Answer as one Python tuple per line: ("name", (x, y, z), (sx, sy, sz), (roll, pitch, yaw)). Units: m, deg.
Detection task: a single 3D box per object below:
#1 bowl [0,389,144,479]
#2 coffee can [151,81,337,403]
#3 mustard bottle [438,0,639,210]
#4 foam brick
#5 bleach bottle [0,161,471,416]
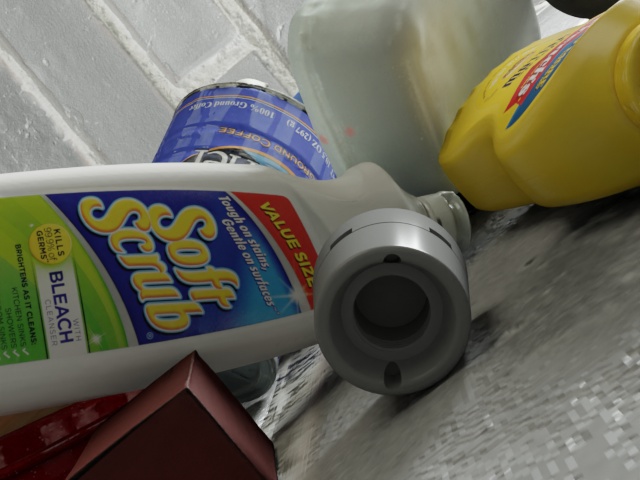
("bowl", (-0.127, 0.116, 0.480), (0.162, 0.055, 0.162), (-24, 1, 0))
("coffee can", (-0.054, 0.001, 0.566), (0.103, 0.102, 0.140), (-34, 29, 47))
("mustard bottle", (0.105, -0.053, 0.396), (0.096, 0.058, 0.192), (-40, 5, -3))
("foam brick", (-0.050, 0.080, 0.383), (0.053, 0.051, 0.078), (-38, 5, 0))
("bleach bottle", (-0.056, 0.006, 0.451), (0.250, 0.102, 0.068), (-11, -9, -18))
